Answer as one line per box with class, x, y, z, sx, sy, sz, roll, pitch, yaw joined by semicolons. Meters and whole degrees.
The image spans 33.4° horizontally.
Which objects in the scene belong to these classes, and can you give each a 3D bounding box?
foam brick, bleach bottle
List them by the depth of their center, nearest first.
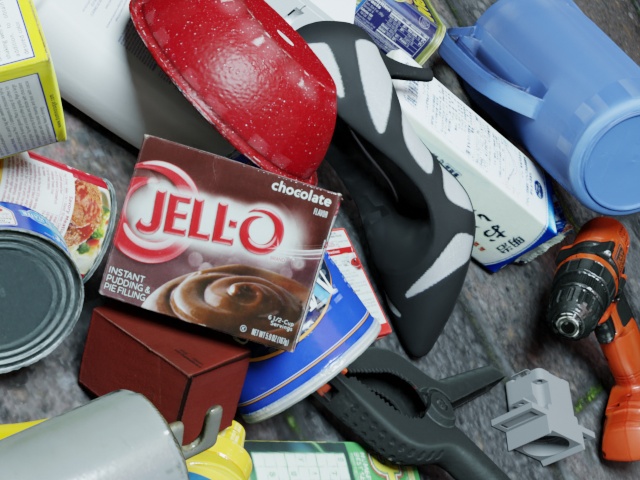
foam brick;-0.087;0.070;0.593;0.078;0.051;0.052;31;28;29
bleach bottle;-0.099;-0.091;0.707;0.250;0.068;0.102;40;38;-24

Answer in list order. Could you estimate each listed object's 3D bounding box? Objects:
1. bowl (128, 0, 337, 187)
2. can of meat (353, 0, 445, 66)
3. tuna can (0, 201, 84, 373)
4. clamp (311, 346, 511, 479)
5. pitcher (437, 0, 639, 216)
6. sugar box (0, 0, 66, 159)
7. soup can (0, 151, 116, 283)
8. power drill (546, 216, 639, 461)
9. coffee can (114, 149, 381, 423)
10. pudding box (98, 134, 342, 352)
bowl;-0.040;-0.107;0.657;0.162;0.055;0.162;44;15;-16
can of meat;0.054;-0.201;0.933;0.083;0.057;0.102;33;22;-24
tuna can;-0.166;0.024;0.539;0.086;0.086;0.034;24;17;-36
clamp;0.081;0.134;0.751;0.209;0.036;0.164;21;33;-35
pitcher;0.214;-0.125;0.945;0.145;0.149;0.243;60;4;-33
sugar box;-0.206;-0.055;0.474;0.176;0.093;0.048;-15;75;-12
soup can;-0.172;-0.018;0.576;0.102;0.069;0.068;22;51;-36
power drill;0.248;0.091;0.912;0.184;0.057;0.187;-45;120;-55
coffee can;-0.044;0.026;0.655;0.140;0.103;0.102;55;38;-4
pudding box;-0.054;0.001;0.581;0.113;0.090;0.039;17;4;-1
